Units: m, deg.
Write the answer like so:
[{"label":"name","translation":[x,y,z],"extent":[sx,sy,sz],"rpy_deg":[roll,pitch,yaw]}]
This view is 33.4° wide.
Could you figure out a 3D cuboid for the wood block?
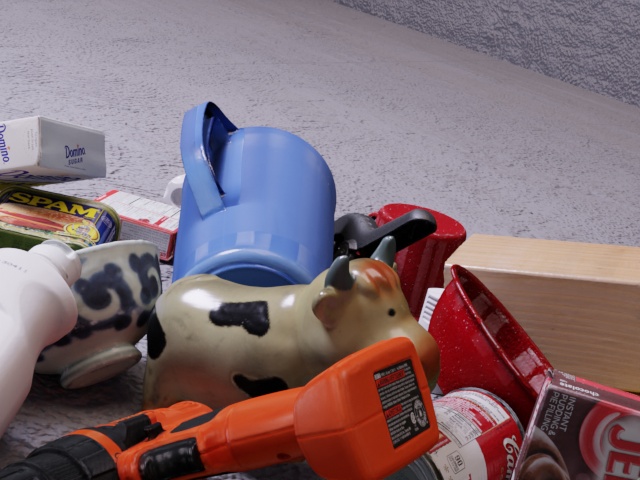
[{"label":"wood block","translation":[0.207,0.055,0.831],"extent":[0.206,0.091,0.090],"rpy_deg":[5,18,23]}]

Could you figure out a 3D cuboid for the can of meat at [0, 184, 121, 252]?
[{"label":"can of meat","translation":[-0.212,0.003,0.818],"extent":[0.102,0.057,0.084],"rpy_deg":[12,21,-4]}]

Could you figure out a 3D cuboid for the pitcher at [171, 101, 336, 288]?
[{"label":"pitcher","translation":[-0.055,0.001,0.808],"extent":[0.149,0.145,0.243],"rpy_deg":[18,21,-9]}]

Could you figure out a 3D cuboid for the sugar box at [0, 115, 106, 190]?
[{"label":"sugar box","translation":[-0.272,-0.064,0.859],"extent":[0.176,0.048,0.093],"rpy_deg":[-3,-3,21]}]

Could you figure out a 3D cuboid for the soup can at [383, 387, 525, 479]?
[{"label":"soup can","translation":[0.069,0.131,0.627],"extent":[0.069,0.068,0.102],"rpy_deg":[25,22,31]}]

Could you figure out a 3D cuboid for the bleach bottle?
[{"label":"bleach bottle","translation":[-0.186,0.074,0.509],"extent":[0.103,0.068,0.250],"rpy_deg":[18,34,14]}]

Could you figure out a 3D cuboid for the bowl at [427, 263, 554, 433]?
[{"label":"bowl","translation":[0.121,0.095,0.726],"extent":[0.162,0.055,0.162],"rpy_deg":[47,13,-15]}]

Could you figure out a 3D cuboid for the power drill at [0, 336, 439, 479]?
[{"label":"power drill","translation":[-0.051,0.099,0.506],"extent":[0.188,0.057,0.184],"rpy_deg":[-16,-2,26]}]

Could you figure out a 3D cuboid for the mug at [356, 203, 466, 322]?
[{"label":"mug","translation":[0.075,0.013,0.961],"extent":[0.093,0.081,0.117],"rpy_deg":[-1,24,-39]}]

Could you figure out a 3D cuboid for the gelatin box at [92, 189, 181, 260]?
[{"label":"gelatin box","translation":[-0.160,-0.014,0.951],"extent":[0.089,0.030,0.073],"rpy_deg":[16,17,7]}]

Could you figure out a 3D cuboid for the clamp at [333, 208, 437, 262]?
[{"label":"clamp","translation":[0.029,0.028,0.898],"extent":[0.039,0.120,0.172],"rpy_deg":[33,-11,-21]}]
